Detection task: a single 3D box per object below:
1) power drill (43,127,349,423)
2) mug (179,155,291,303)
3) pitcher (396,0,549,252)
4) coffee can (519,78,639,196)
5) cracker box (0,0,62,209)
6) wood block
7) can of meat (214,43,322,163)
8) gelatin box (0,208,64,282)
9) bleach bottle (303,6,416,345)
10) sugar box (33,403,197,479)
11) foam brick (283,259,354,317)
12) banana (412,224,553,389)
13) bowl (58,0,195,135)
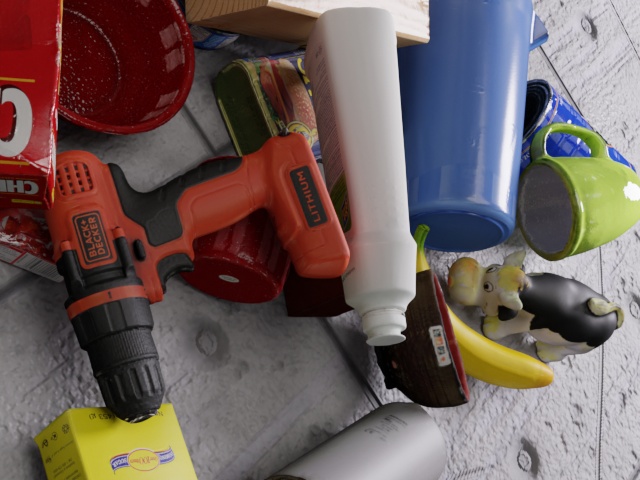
[{"bbox_3d":[-0.079,0.012,0.710,0.187,0.057,0.184,-15,78,-19],"label":"power drill"},{"bbox_3d":[-0.055,0.001,0.809,0.117,0.093,0.081,52,45,-52],"label":"mug"},{"bbox_3d":[0.117,-0.118,0.983,0.144,0.149,0.243,31,56,-46],"label":"pitcher"},{"bbox_3d":[0.236,-0.079,1.073,0.140,0.103,0.102,38,52,-22],"label":"coffee can"},{"bbox_3d":[-0.243,-0.133,0.659,0.164,0.072,0.213,2,72,-12],"label":"cracker box"},{"bbox_3d":[-0.005,-0.214,0.877,0.205,0.091,0.090,0,90,-49],"label":"wood block"},{"bbox_3d":[-0.032,-0.107,0.888,0.083,0.058,0.102,-19,85,-41],"label":"can of meat"},{"bbox_3d":[-0.202,-0.022,0.724,0.089,0.030,0.073,26,58,-31],"label":"gelatin box"},{"bbox_3d":[0.033,-0.044,0.800,0.068,0.103,0.251,-3,70,-8],"label":"bleach bottle"},{"bbox_3d":[-0.109,0.191,0.668,0.093,0.048,0.176,6,52,-51],"label":"sugar box"},{"bbox_3d":[0.012,0.028,0.854,0.052,0.078,0.051,3,72,-40],"label":"foam brick"},{"bbox_3d":[0.126,0.077,0.942,0.197,0.070,0.037,47,16,-18],"label":"banana"},{"bbox_3d":[-0.173,-0.143,0.782,0.161,0.055,0.162,17,62,-35],"label":"bowl"}]
